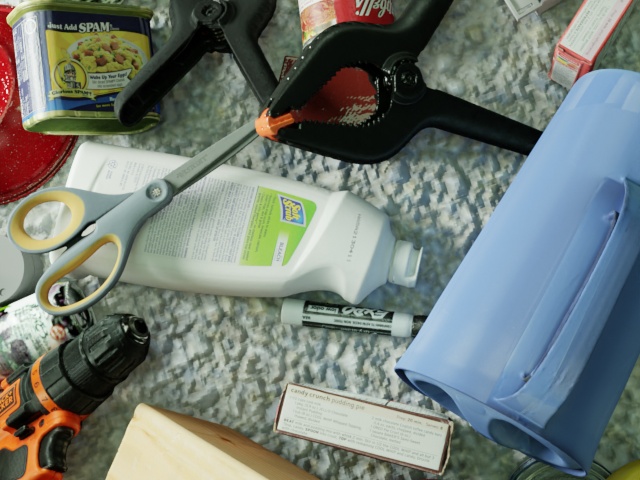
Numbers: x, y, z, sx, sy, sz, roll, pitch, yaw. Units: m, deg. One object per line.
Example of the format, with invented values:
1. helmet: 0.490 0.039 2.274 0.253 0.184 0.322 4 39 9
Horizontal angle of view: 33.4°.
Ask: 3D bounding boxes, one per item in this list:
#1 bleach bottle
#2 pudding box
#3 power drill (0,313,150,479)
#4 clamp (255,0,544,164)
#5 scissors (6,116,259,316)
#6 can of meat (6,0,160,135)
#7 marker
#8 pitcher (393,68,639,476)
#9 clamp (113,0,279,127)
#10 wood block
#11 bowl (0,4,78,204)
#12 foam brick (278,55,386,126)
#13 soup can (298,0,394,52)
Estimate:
1. bleach bottle: -0.055 0.001 0.752 0.251 0.068 0.102 12 82 7
2. pudding box: 0.031 0.124 0.710 0.113 0.090 0.039 11 84 9
3. power drill: -0.171 0.156 0.691 0.185 0.057 0.187 -39 42 26
4. clamp: 0.059 -0.100 0.714 0.209 0.036 0.164 -29 100 -17
5. scissors: -0.129 -0.038 0.723 0.096 0.016 0.201 39 81 10
6. can of meat: -0.167 -0.122 0.767 0.101 0.058 0.084 -4 83 -35
7. marker: 0.033 0.057 0.754 0.121 0.020 0.020 6 84 9
8. pitcher: 0.161 0.015 0.670 0.149 0.144 0.242 19 75 46
9. clamp: -0.065 -0.146 0.753 0.120 0.039 0.171 11 64 13
10. wood block: -0.040 0.183 0.659 0.206 0.090 0.090 19 85 46
11. bowl: -0.261 -0.108 0.797 0.162 0.055 0.162 -1 83 8
12. foam brick: 0.008 -0.094 0.759 0.078 0.053 0.051 12 85 10
13. soup can: 0.015 -0.186 0.762 0.068 0.068 0.102 -7 82 7
